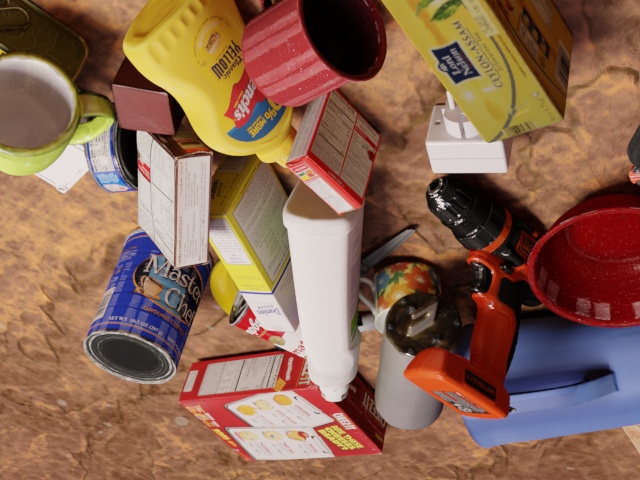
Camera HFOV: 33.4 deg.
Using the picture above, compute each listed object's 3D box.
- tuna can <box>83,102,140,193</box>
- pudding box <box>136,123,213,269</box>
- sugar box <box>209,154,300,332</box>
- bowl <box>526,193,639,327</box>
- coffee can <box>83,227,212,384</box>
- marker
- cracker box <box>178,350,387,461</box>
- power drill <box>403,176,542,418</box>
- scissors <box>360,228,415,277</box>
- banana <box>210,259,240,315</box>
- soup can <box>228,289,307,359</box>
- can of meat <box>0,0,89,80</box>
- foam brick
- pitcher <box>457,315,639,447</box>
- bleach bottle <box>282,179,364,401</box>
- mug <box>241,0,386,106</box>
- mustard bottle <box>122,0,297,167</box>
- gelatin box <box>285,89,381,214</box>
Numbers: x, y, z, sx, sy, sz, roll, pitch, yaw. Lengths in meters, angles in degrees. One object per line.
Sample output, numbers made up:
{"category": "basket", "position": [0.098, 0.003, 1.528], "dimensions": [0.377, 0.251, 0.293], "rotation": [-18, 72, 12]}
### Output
{"category": "tuna can", "position": [-0.184, -0.088, 0.998], "dimensions": [0.034, 0.086, 0.086], "rotation": [-2, 140, 21]}
{"category": "pudding box", "position": [-0.131, -0.044, 0.953], "dimensions": [0.039, 0.090, 0.113], "rotation": [-14, 124, -27]}
{"category": "sugar box", "position": [-0.057, 0.001, 1.052], "dimensions": [0.048, 0.093, 0.176], "rotation": [3, 139, 28]}
{"category": "bowl", "position": [0.269, 0.009, 0.968], "dimensions": [0.162, 0.055, 0.162], "rotation": [5, 138, 5]}
{"category": "coffee can", "position": [-0.185, 0.070, 1.161], "dimensions": [0.103, 0.140, 0.103], "rotation": [10, 144, 7]}
{"category": "marker", "position": [0.006, 0.105, 1.206], "dimensions": [0.121, 0.020, 0.020], "rotation": [-15, 138, 9]}
{"category": "cracker box", "position": [-0.045, 0.209, 1.353], "dimensions": [0.214, 0.072, 0.164], "rotation": [-11, 137, 31]}
{"category": "power drill", "position": [0.142, 0.055, 0.979], "dimensions": [0.184, 0.187, 0.057], "rotation": [35, 156, -29]}
{"category": "scissors", "position": [0.022, 0.026, 1.130], "dimensions": [0.096, 0.016, 0.202], "rotation": [20, 144, -6]}
{"category": "banana", "position": [-0.063, 0.081, 1.218], "dimensions": [0.070, 0.037, 0.197], "rotation": [-18, 132, 38]}
{"category": "soup can", "position": [-0.039, 0.081, 1.154], "dimensions": [0.102, 0.068, 0.069], "rotation": [26, 143, -15]}
{"category": "can of meat", "position": [-0.273, -0.165, 0.955], "dimensions": [0.102, 0.057, 0.084], "rotation": [33, 143, -22]}
{"category": "foam brick", "position": [-0.140, -0.138, 0.922], "dimensions": [0.051, 0.078, 0.053], "rotation": [12, 144, 9]}
{"category": "pitcher", "position": [0.263, 0.137, 1.082], "dimensions": [0.243, 0.149, 0.145], "rotation": [-12, 136, 28]}
{"category": "bleach bottle", "position": [0.009, 0.061, 1.051], "dimensions": [0.068, 0.102, 0.251], "rotation": [6, 124, 13]}
{"category": "mug", "position": [-0.014, -0.166, 0.838], "dimensions": [0.082, 0.093, 0.117], "rotation": [-20, 100, 45]}
{"category": "mustard bottle", "position": [-0.075, -0.128, 0.894], "dimensions": [0.058, 0.096, 0.191], "rotation": [11, 151, 44]}
{"category": "gelatin box", "position": [0.012, -0.079, 0.931], "dimensions": [0.030, 0.089, 0.073], "rotation": [-20, 131, 39]}
